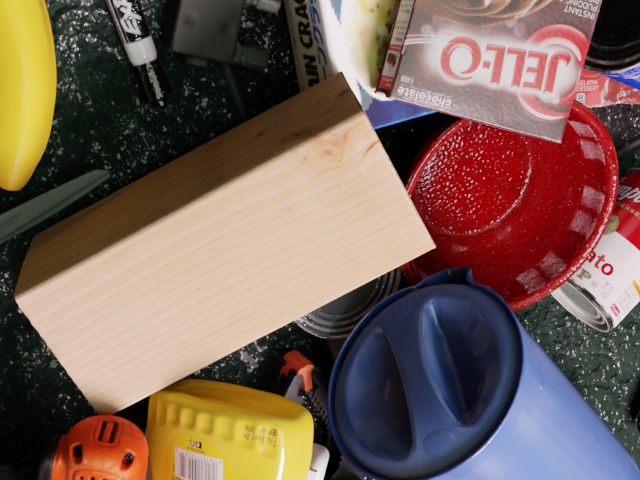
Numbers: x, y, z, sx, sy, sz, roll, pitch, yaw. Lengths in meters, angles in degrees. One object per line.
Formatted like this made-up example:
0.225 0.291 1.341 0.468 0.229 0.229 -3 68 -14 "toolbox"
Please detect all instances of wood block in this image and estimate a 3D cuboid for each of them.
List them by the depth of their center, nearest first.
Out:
-0.054 0.000 0.598 0.206 0.090 0.091 -28 113 5 "wood block"

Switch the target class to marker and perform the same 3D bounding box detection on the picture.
-0.112 -0.134 0.614 0.020 0.020 0.121 -25 111 -17 "marker"

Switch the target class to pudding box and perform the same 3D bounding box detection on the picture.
0.097 -0.113 0.616 0.113 0.039 0.090 12 98 -13 "pudding box"

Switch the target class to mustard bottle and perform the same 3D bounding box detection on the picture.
-0.057 0.180 0.596 0.058 0.096 0.192 -6 102 -59 "mustard bottle"

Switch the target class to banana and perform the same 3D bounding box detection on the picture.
-0.183 -0.125 0.578 0.069 0.037 0.198 -19 109 6 "banana"

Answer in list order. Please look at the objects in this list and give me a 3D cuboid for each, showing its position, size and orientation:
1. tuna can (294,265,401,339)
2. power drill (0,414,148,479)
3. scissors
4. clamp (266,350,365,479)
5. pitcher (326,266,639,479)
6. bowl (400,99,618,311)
0.008 0.019 0.697 0.086 0.034 0.086 -6 105 -23 "tuna can"
-0.194 0.167 0.593 0.187 0.057 0.184 9 115 -7 "power drill"
-0.222 -0.002 0.588 0.201 0.016 0.096 -43 112 -3 "scissors"
-0.014 0.178 0.725 0.164 0.036 0.210 -20 114 -19 "clamp"
0.119 0.144 0.701 0.149 0.145 0.242 -44 132 5 "pitcher"
0.114 -0.031 0.710 0.162 0.055 0.162 -10 121 -17 "bowl"
